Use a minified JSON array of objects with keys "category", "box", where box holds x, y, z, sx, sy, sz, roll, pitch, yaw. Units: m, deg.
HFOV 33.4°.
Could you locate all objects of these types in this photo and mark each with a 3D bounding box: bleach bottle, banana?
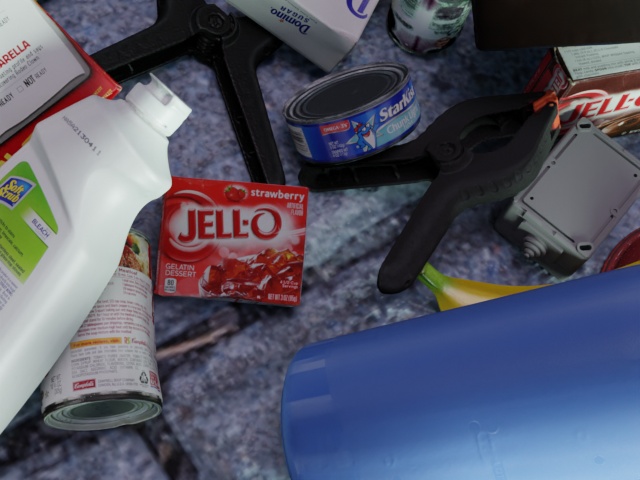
[{"category":"bleach bottle","box":[-0.156,0.020,0.555,0.103,0.068,0.251,43,92,23]},{"category":"banana","box":[0.159,0.033,0.657,0.198,0.069,0.037,-7,51,9]}]

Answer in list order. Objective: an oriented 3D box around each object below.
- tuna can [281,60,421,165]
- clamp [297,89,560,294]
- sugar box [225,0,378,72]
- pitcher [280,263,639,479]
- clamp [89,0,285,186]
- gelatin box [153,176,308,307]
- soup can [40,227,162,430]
[{"category":"tuna can","box":[0.021,-0.082,0.687,0.086,0.086,0.034,-32,117,-22]},{"category":"clamp","box":[0.081,-0.036,0.668,0.171,0.039,0.120,-24,56,0]},{"category":"sugar box","box":[0.010,-0.210,0.744,0.093,0.048,0.176,33,55,-13]},{"category":"pitcher","box":[0.110,0.098,0.556,0.243,0.145,0.149,-12,51,19]},{"category":"clamp","box":[-0.084,-0.136,0.713,0.164,0.036,0.210,18,63,-13]},{"category":"gelatin box","box":[-0.054,0.001,0.652,0.089,0.030,0.073,5,85,-9]},{"category":"soup can","box":[-0.126,0.050,0.606,0.068,0.069,0.102,-3,67,-13]}]
